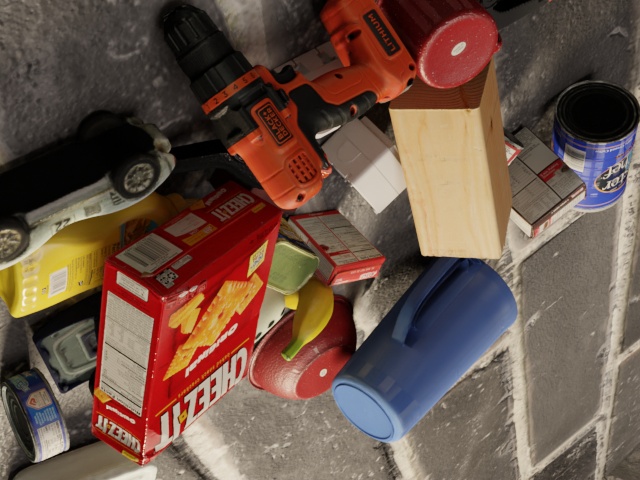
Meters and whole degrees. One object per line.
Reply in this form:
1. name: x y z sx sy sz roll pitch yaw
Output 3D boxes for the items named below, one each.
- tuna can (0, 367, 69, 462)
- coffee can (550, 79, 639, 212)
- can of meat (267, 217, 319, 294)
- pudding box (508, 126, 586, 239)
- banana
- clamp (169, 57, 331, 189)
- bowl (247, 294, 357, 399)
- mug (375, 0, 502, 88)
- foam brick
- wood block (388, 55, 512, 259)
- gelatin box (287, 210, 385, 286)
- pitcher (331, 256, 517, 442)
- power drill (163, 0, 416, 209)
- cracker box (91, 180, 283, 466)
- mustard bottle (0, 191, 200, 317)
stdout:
1. tuna can: -0.273 0.167 1.017 0.033 0.086 0.086 -21 143 -29
2. coffee can: 0.341 -0.117 1.342 0.102 0.103 0.140 -33 148 -15
3. can of meat: -0.057 0.001 1.057 0.057 0.084 0.102 -48 149 9
4. pudding box: 0.251 -0.071 1.287 0.090 0.114 0.039 -38 152 -6
5. banana: -0.017 0.067 1.133 0.069 0.037 0.198 -34 -169 6
6. clamp: -0.076 -0.081 0.927 0.171 0.039 0.120 26 123 -24
7. bowl: -0.010 0.144 1.317 0.162 0.055 0.162 -28 146 -21
8. mug: 0.114 -0.189 0.959 0.117 0.081 0.093 4 129 -35
9. foam brick: -0.055 -0.059 1.015 0.078 0.053 0.051 -4 132 -48
10. wood block: 0.138 -0.084 1.092 0.206 0.090 0.090 73 27 -44
11. gelatin box: 0.013 0.008 1.138 0.073 0.089 0.030 -10 136 -42
12. pitcher: 0.125 0.124 1.317 0.242 0.149 0.145 -44 -169 -30
13. power drill: -0.020 -0.142 0.885 0.187 0.184 0.057 -39 -170 -32
14. cracker box: -0.120 0.075 0.955 0.163 0.072 0.214 -38 150 -45
15. mustard bottle: -0.186 -0.001 0.932 0.191 0.058 0.096 -21 148 -31
